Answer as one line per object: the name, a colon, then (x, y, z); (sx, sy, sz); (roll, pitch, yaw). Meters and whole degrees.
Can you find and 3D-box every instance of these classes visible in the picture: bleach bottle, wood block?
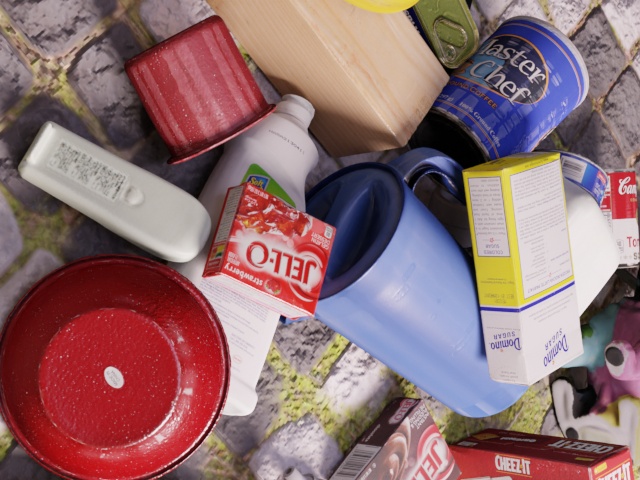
bleach bottle: (-0.055, 0.001, 0.829); (0.102, 0.068, 0.250); (34, 65, -28)
wood block: (0.001, -0.174, 0.864); (0.206, 0.091, 0.090); (49, 59, -27)

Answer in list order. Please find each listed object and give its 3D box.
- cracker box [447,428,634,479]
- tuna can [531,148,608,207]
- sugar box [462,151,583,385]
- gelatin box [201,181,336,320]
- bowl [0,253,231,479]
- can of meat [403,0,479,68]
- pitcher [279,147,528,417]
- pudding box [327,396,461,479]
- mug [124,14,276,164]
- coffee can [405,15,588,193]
cracker box: (0.210, 0.287, 0.971); (0.071, 0.164, 0.214); (-14, 97, -41)
tuna can: (0.240, -0.055, 1.060); (0.086, 0.086, 0.033); (34, 69, -33)
sugar box: (0.167, 0.020, 0.872); (0.093, 0.048, 0.176); (-18, 105, -46)
gelatin box: (-0.036, 0.009, 0.783); (0.089, 0.030, 0.073); (28, 66, -30)
bowl: (-0.139, 0.089, 0.712); (0.162, 0.055, 0.162); (0, 89, -8)
can of meat: (0.077, -0.196, 0.933); (0.057, 0.084, 0.102); (-42, 114, -33)
pitcher: (0.089, 0.044, 0.902); (0.242, 0.149, 0.145); (40, 46, -35)
pudding box: (0.066, 0.206, 0.936); (0.113, 0.039, 0.090); (-43, 115, -32)
mug: (-0.089, -0.118, 0.798); (0.081, 0.093, 0.117); (62, 23, -14)
coffee can: (0.155, -0.118, 0.946); (0.140, 0.103, 0.102); (-43, 115, -23)
